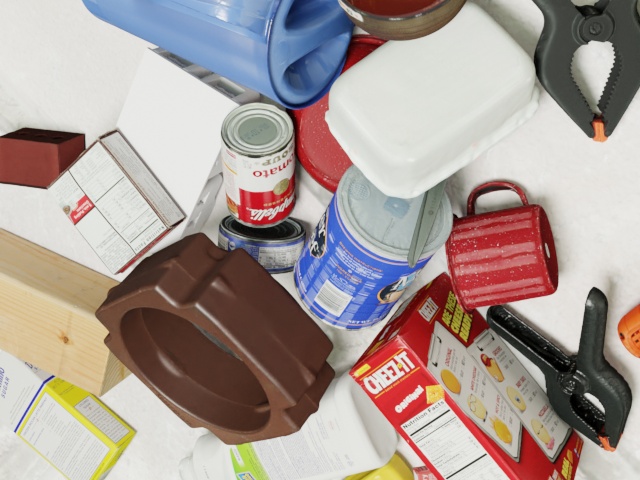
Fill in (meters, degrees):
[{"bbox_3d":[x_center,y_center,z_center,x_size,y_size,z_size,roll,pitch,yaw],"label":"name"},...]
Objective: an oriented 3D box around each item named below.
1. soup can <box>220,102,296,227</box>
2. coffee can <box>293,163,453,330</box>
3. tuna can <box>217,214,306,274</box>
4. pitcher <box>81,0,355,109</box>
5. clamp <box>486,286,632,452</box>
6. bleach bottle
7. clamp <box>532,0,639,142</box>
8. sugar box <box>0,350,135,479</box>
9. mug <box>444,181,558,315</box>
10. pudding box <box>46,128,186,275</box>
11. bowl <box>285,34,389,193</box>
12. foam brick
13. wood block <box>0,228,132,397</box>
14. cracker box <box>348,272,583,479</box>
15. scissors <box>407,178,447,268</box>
[{"bbox_3d":[-0.057,-0.070,0.990,0.068,0.068,0.102,21,145,15],"label":"soup can"},{"bbox_3d":[0.044,0.005,0.949,0.103,0.102,0.140,39,145,6],"label":"coffee can"},{"bbox_3d":[-0.057,0.001,1.029,0.086,0.086,0.034,13,111,18],"label":"tuna can"},{"bbox_3d":[-0.099,-0.213,0.919,0.243,0.144,0.149,24,151,28],"label":"pitcher"},{"bbox_3d":[0.223,0.117,0.973,0.120,0.039,0.171,-1,119,45],"label":"clamp"},{"bbox_3d":[-0.049,0.211,1.115,0.251,0.068,0.102,-20,97,30],"label":"bleach bottle"},{"bbox_3d":[0.227,-0.182,0.859,0.165,0.036,0.210,-14,116,10],"label":"clamp"},{"bbox_3d":[-0.306,0.201,1.228,0.176,0.048,0.093,41,119,9],"label":"sugar box"},{"bbox_3d":[0.161,0.003,0.945,0.082,0.093,0.117,-11,67,21],"label":"mug"},{"bbox_3d":[-0.198,-0.036,1.032,0.090,0.039,0.113,-37,94,28],"label":"pudding box"},{"bbox_3d":[0.033,-0.103,0.972,0.162,0.055,0.162,8,111,20],"label":"bowl"},{"bbox_3d":[-0.291,-0.086,1.115,0.078,0.053,0.051,8,111,19],"label":"foam brick"},{"bbox_3d":[-0.295,0.075,1.153,0.206,0.090,0.091,23,115,14],"label":"wood block"},{"bbox_3d":[0.136,0.153,0.958,0.072,0.164,0.213,-40,90,27],"label":"cracker box"},{"bbox_3d":[0.090,-0.078,0.902,0.096,0.201,0.016,30,161,16],"label":"scissors"}]
